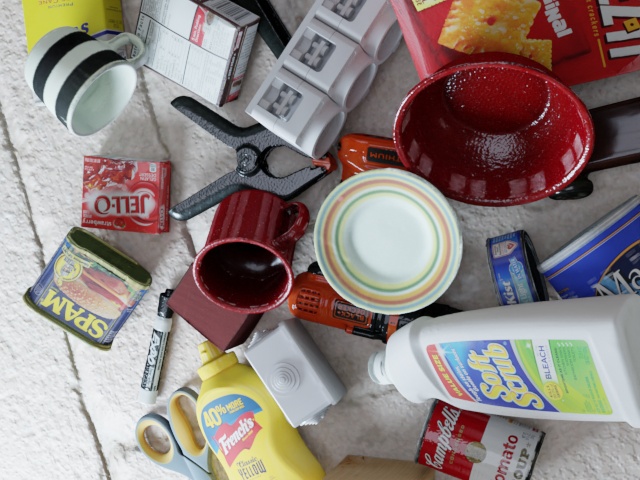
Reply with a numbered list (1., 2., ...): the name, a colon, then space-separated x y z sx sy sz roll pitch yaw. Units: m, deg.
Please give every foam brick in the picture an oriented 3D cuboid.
1. foam brick: -0.099 0.061 1.035 0.078 0.053 0.051 39 106 11

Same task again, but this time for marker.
1. marker: -0.164 0.107 1.079 0.020 0.020 0.121 16 101 16

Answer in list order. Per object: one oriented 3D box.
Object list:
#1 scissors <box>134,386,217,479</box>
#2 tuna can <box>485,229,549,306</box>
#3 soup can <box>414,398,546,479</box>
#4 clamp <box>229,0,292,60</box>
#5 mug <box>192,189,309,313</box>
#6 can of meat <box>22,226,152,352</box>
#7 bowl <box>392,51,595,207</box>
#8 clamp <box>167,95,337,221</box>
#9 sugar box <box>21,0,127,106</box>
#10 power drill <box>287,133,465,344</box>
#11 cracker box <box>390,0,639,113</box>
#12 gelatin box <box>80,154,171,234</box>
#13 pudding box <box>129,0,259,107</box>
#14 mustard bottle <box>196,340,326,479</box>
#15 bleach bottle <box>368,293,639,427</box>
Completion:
1. scissors: -0.130 0.250 1.085 0.096 0.016 0.202 -14 91 21
2. tuna can: 0.172 0.035 0.924 0.034 0.086 0.086 -17 90 17
3. soup can: 0.143 0.186 0.959 0.102 0.068 0.068 19 101 15
4. clamp: -0.070 -0.268 0.996 0.210 0.036 0.165 31 113 15
5. mug: -0.056 0.001 0.982 0.117 0.081 0.093 -33 119 31
6. can of meat: -0.230 0.047 1.065 0.102 0.057 0.084 34 102 -11
7. bowl: 0.142 -0.101 0.876 0.162 0.055 0.162 7 141 6
8. clamp: -0.072 -0.086 1.019 0.171 0.039 0.120 -6 98 13
9. sugar box: -0.246 -0.225 1.059 0.093 0.048 0.176 -5 93 18
10. power drill: 0.070 0.003 0.970 0.184 0.057 0.188 12 98 14
11. cracker box: 0.170 -0.201 0.866 0.214 0.072 0.164 -10 131 19
12. gelatin box: -0.194 -0.046 1.068 0.089 0.030 0.073 6 98 18
13. pudding box: -0.121 -0.191 1.009 0.113 0.039 0.090 32 126 17
14. mustard bottle: -0.068 0.183 1.033 0.096 0.058 0.191 -30 85 34
15. bleach bottle: 0.150 0.105 0.881 0.251 0.068 0.102 -10 106 40
